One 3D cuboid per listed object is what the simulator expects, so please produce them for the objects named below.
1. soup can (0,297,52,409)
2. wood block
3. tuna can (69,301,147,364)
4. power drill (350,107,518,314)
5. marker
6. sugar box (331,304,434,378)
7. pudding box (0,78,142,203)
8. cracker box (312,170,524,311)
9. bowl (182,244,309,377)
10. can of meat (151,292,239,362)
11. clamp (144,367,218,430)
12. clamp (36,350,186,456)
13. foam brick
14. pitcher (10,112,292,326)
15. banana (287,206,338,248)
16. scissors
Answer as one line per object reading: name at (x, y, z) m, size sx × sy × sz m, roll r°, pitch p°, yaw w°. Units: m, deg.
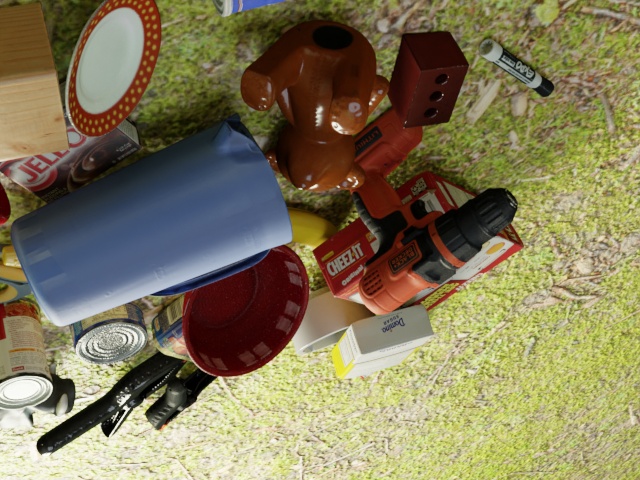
soup can at (-0.326, 0.121, 1.140) m, size 0.068 × 0.102 × 0.068 m, roll -14°, pitch 144°, yaw -11°
wood block at (-0.314, -0.114, 0.847) m, size 0.206 × 0.091 × 0.090 m, roll -12°, pitch 143°, yaw -13°
tuna can at (-0.242, 0.106, 1.223) m, size 0.086 × 0.034 × 0.086 m, roll -14°, pitch 144°, yaw -11°
power drill at (0.094, -0.043, 1.070) m, size 0.185 × 0.188 × 0.057 m, roll -37°, pitch 141°, yaw 23°
marker at (0.204, -0.176, 1.097) m, size 0.020 × 0.020 × 0.120 m, roll -41°, pitch 140°, yaw 25°
sugar box at (0.072, 0.125, 1.300) m, size 0.093 × 0.048 × 0.176 m, roll -14°, pitch 163°, yaw -12°
pudding box at (-0.234, -0.089, 0.966) m, size 0.114 × 0.039 × 0.090 m, roll -31°, pitch 144°, yaw 14°
cracker box at (0.115, 0.009, 1.219) m, size 0.164 × 0.072 × 0.213 m, roll -36°, pitch 155°, yaw 21°
bowl at (-0.092, 0.066, 1.164) m, size 0.161 × 0.055 × 0.162 m, roll -18°, pitch 122°, yaw -31°
can of meat at (-0.136, 0.098, 1.250) m, size 0.084 × 0.057 × 0.101 m, roll -37°, pitch 141°, yaw 25°
clamp at (-0.179, 0.194, 1.339) m, size 0.120 × 0.039 × 0.172 m, roll -15°, pitch 153°, yaw -53°
clamp at (-0.235, 0.191, 1.317) m, size 0.210 × 0.036 × 0.164 m, roll -39°, pitch 169°, yaw 7°
foam brick at (0.104, -0.157, 1.041) m, size 0.053 × 0.051 × 0.078 m, roll -9°, pitch 143°, yaw -18°
pitcher at (-0.155, -0.008, 1.005) m, size 0.242 × 0.149 × 0.145 m, roll -24°, pitch -172°, yaw -10°
banana at (-0.044, -0.010, 1.171) m, size 0.197 × 0.037 × 0.070 m, roll 13°, pitch 132°, yaw -39°
scissors at (-0.293, 0.055, 1.145) m, size 0.096 × 0.016 × 0.201 m, roll -33°, pitch 143°, yaw 19°
